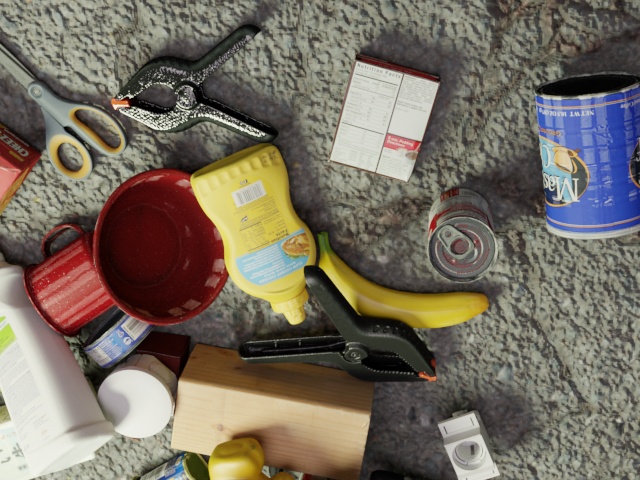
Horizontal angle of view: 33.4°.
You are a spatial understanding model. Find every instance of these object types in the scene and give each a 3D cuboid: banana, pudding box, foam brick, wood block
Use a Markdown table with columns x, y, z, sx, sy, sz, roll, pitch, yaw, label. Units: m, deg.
| x | y | z | sx | sy | sz | roll | pitch | yaw | label |
| --- | --- | --- | --- | --- | --- | --- | --- | --- | --- |
| 0.077 | 0.057 | 1.136 | 0.198 | 0.037 | 0.070 | 21 | 112 | -1 | banana |
| 0.063 | -0.123 | 1.075 | 0.090 | 0.039 | 0.113 | 16 | 108 | 1 | pudding box |
| -0.179 | 0.148 | 1.189 | 0.051 | 0.053 | 0.078 | 10 | 110 | 3 | foam brick |
| -0.050 | 0.188 | 1.170 | 0.206 | 0.090 | 0.091 | 10 | 111 | 3 | wood block |

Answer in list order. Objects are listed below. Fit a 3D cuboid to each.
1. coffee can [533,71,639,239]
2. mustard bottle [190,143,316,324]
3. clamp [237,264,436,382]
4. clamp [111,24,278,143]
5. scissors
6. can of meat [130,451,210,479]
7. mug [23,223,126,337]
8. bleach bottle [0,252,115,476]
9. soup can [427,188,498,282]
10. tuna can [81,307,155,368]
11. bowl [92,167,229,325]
| x | y | z | sx | sy | sz | roll | pitch | yaw | label |
| --- | --- | --- | --- | --- | --- | --- | --- | --- | --- |
| 0.264 | -0.083 | 1.031 | 0.103 | 0.102 | 0.140 | -7 | 108 | 9 | coffee can |
| -0.057 | 0.001 | 1.118 | 0.096 | 0.058 | 0.191 | -25 | 107 | -10 | mustard bottle |
| 0.036 | 0.101 | 1.124 | 0.209 | 0.036 | 0.165 | 16 | 137 | -14 | clamp |
| -0.125 | -0.142 | 1.089 | 0.172 | 0.039 | 0.120 | -12 | 103 | 17 | clamp |
| -0.298 | -0.137 | 1.123 | 0.201 | 0.016 | 0.096 | 31 | 110 | -5 | scissors |
| -0.160 | 0.303 | 1.241 | 0.084 | 0.057 | 0.102 | -31 | 103 | 14 | can of meat |
| -0.261 | 0.034 | 1.148 | 0.081 | 0.093 | 0.117 | -33 | 66 | 11 | mug |
| -0.310 | 0.117 | 1.139 | 0.103 | 0.067 | 0.251 | -38 | 71 | 34 | bleach bottle |
| 0.142 | -0.007 | 1.072 | 0.068 | 0.102 | 0.068 | 2 | 110 | 5 | soup can |
| -0.216 | 0.098 | 1.159 | 0.086 | 0.086 | 0.033 | -38 | 103 | 17 | tuna can |
| -0.172 | 0.006 | 1.112 | 0.161 | 0.055 | 0.162 | 0 | 91 | -36 | bowl |
